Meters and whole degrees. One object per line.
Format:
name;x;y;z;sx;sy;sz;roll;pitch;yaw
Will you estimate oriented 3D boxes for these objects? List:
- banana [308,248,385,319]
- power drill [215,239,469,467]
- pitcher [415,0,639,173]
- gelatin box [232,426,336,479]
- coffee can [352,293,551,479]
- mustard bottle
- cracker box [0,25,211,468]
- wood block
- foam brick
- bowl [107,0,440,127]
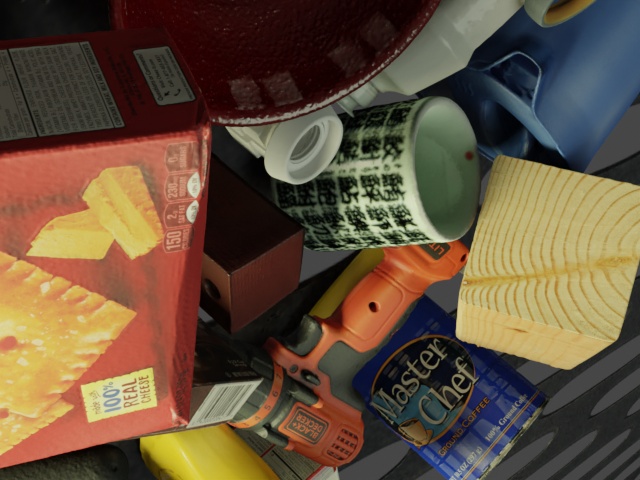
banana;0.026;0.041;0.788;0.198;0.037;0.069;-52;175;7
power drill;0.000;0.046;0.700;0.184;0.057;0.187;37;89;-42
pitcher;0.169;-0.158;0.666;0.243;0.149;0.144;-51;129;-6
gelatin box;-0.045;0.173;0.799;0.089;0.073;0.030;-40;151;-20
coffee can;0.095;0.117;0.844;0.102;0.140;0.103;-46;166;-15
mustard bottle;-0.038;0.184;0.694;0.058;0.192;0.096;-36;149;-26
cracker box;-0.151;0.019;0.383;0.213;0.072;0.164;-11;136;-22
wood block;0.140;0.023;0.682;0.206;0.091;0.090;59;47;-78
foam brick;-0.054;0.001;0.568;0.051;0.078;0.053;-35;149;-30
bowl;-0.021;-0.127;0.456;0.162;0.055;0.162;-20;143;-16
